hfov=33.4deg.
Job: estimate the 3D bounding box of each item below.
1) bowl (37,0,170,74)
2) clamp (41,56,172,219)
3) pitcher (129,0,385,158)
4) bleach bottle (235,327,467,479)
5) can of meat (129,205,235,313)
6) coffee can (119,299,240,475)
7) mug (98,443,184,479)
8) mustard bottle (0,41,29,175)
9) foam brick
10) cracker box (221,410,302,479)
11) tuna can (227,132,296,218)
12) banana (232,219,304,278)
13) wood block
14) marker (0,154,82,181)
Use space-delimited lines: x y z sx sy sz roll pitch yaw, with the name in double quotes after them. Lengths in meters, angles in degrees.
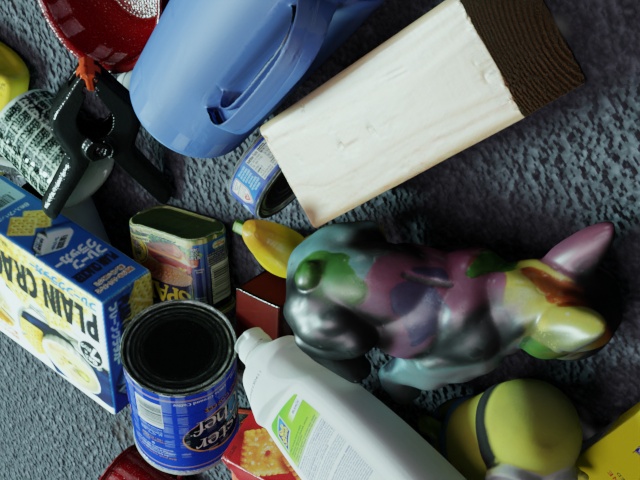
-0.177 -0.227 0.913 0.162 0.055 0.162 20 124 32 "bowl"
-0.189 -0.087 0.960 0.172 0.120 0.039 105 151 -44 "clamp"
-0.052 -0.155 0.787 0.145 0.149 0.243 54 139 5 "pitcher"
0.015 0.148 0.823 0.251 0.067 0.103 44 123 36 "bleach bottle"
-0.132 0.020 1.010 0.102 0.057 0.084 16 120 34 "can of meat"
-0.126 0.136 0.977 0.103 0.102 0.140 33 146 23 "coffee can"
-0.189 0.276 1.186 0.081 0.093 0.117 31 93 19 "mug"
-0.361 -0.121 1.127 0.096 0.058 0.192 33 131 13 "mustard bottle"
-0.041 0.073 0.961 0.051 0.052 0.078 22 126 30 "foam brick"
0.038 0.237 0.921 0.214 0.072 0.164 22 157 31 "cracker box"
-0.033 -0.059 0.860 0.034 0.086 0.086 42 133 13 "tuna can"
-0.039 0.008 0.879 0.069 0.037 0.198 21 177 -7 "banana"
0.066 -0.096 0.751 0.207 0.090 0.090 -27 93 46 "wood block"
-0.293 -0.070 1.092 0.121 0.020 0.020 14 125 6 "marker"
